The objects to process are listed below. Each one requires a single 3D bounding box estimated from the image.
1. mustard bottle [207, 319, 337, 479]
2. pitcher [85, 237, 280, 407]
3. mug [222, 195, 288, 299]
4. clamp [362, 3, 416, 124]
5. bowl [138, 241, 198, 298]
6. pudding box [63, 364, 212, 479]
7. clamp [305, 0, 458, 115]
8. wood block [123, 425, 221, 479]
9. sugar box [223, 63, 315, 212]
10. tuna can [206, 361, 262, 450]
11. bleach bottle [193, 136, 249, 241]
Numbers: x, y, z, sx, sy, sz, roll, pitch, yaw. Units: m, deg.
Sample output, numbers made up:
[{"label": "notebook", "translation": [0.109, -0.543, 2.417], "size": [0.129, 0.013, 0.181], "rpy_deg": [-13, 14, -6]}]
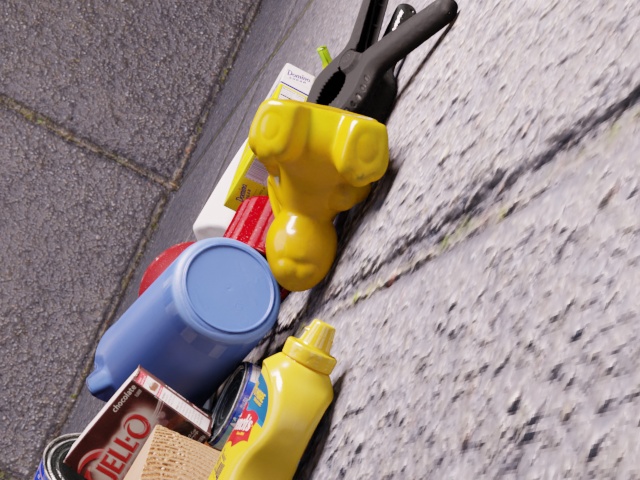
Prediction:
[{"label": "mustard bottle", "translation": [-0.038, 0.148, 0.795], "size": [0.191, 0.058, 0.096], "rpy_deg": [-63, 9, 0]}, {"label": "pitcher", "translation": [-0.124, 0.089, 1.069], "size": [0.243, 0.145, 0.149], "rpy_deg": [-44, 20, 54]}, {"label": "mug", "translation": [-0.057, 0.001, 1.124], "size": [0.117, 0.093, 0.081], "rpy_deg": [-42, 19, 48]}, {"label": "clamp", "translation": [0.058, -0.169, 1.110], "size": [0.120, 0.039, 0.171], "rpy_deg": [-52, 24, 39]}, {"label": "bowl", "translation": [-0.184, 0.055, 1.413], "size": [0.162, 0.055, 0.162], "rpy_deg": [-35, -26, -20]}, {"label": "pudding box", "translation": [-0.167, 0.185, 0.983], "size": [0.113, 0.090, 0.039], "rpy_deg": [-50, 10, 13]}, {"label": "clamp", "translation": [0.038, -0.181, 1.072], "size": [0.210, 0.036, 0.165], "rpy_deg": [-50, 31, 14]}, {"label": "wood block", "translation": [-0.155, 0.276, 0.945], "size": [0.206, 0.090, 0.090], "rpy_deg": [-58, 13, 27]}, {"label": "sugar box", "translation": [-0.057, -0.115, 1.207], "size": [0.093, 0.048, 0.176], "rpy_deg": [-55, 16, 40]}, {"label": "tuna can", "translation": [-0.073, 0.155, 0.985], "size": [0.086, 0.033, 0.086], "rpy_deg": [-59, 13, 21]}, {"label": "bleach bottle", "translation": [-0.078, -0.074, 1.396], "size": [0.068, 0.102, 0.250], "rpy_deg": [-4, 42, 31]}]
